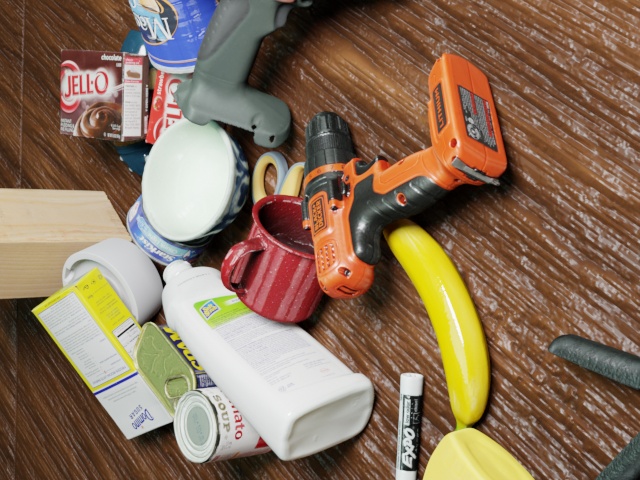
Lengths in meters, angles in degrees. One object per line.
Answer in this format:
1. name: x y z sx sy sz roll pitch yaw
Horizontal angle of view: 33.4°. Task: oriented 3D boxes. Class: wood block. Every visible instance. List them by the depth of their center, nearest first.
1. wood block: -0.329 0.003 1.182 0.090 0.205 0.091 54 127 32

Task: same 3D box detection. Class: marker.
1. marker: 0.073 0.172 0.888 0.020 0.020 0.121 7 95 47

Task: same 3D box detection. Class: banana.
1. banana: 0.095 0.061 0.849 0.070 0.037 0.198 -30 69 43

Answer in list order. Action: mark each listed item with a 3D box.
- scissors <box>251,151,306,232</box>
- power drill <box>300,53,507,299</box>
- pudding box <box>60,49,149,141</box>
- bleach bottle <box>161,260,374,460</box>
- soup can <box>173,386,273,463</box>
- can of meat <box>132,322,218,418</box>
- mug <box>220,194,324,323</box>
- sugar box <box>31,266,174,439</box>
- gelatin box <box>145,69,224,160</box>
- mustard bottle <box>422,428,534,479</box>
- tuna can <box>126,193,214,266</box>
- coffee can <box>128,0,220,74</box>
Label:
1. scissors: -0.057 0.001 1.029 0.096 0.016 0.202 50 125 36
2. power drill: 0.057 -0.066 0.862 0.188 0.057 0.184 -38 47 38
3. pudding box: -0.226 -0.152 1.109 0.114 0.039 0.090 10 103 39
4. bleach bottle: -0.065 0.092 0.978 0.251 0.102 0.068 42 136 41
5. soup can: -0.076 0.166 0.987 0.069 0.102 0.068 0 90 47
6. can of meat: -0.121 0.124 1.049 0.102 0.083 0.057 44 120 38
7. mug: -0.037 0.020 0.938 0.093 0.117 0.082 46 127 32
8. sugar box: -0.219 0.121 1.129 0.094 0.048 0.176 -27 103 43
9. gelatin box: -0.132 -0.132 1.074 0.073 0.030 0.089 17 105 14
10. mustard bottle: 0.096 0.246 0.835 0.096 0.058 0.192 44 121 31
11. tuna can: -0.150 -0.016 1.078 0.034 0.085 0.086 -47 58 35
12. coffee can: -0.133 -0.243 0.999 0.103 0.102 0.140 32 149 42
